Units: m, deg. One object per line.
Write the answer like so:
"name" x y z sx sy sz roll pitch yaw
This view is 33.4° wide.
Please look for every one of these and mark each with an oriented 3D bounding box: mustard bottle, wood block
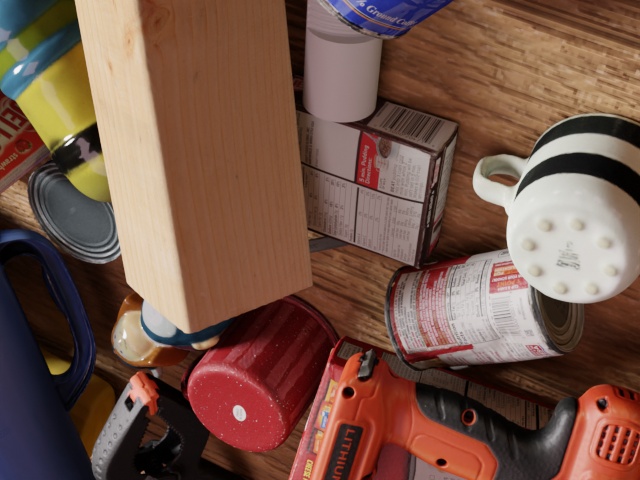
"mustard bottle" -0.276 0.121 0.944 0.192 0.058 0.096 28 132 10
"wood block" -0.072 -0.065 0.616 0.090 0.090 0.206 31 134 51

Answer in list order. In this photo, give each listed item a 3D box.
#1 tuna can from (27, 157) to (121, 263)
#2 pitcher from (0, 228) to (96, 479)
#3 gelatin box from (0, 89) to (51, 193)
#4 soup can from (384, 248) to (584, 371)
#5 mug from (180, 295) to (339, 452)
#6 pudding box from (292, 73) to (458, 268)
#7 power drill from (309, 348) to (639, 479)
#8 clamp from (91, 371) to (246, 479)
"tuna can" -0.169 -0.027 0.781 0.086 0.033 0.086 16 131 20
"pitcher" -0.256 0.114 0.818 0.149 0.144 0.243 -5 120 27
"gelatin box" -0.234 -0.074 0.745 0.073 0.089 0.030 37 133 0
"soup can" 0.099 0.041 0.648 0.102 0.068 0.068 -12 117 36
"mug" -0.052 0.097 0.773 0.117 0.081 0.093 -3 122 33
"pudding box" 0.021 -0.042 0.652 0.114 0.039 0.090 21 132 19
"power drill" 0.087 0.154 0.630 0.187 0.057 0.184 15 100 4
"clamp" -0.137 0.184 0.827 0.036 0.164 0.210 47 156 37
